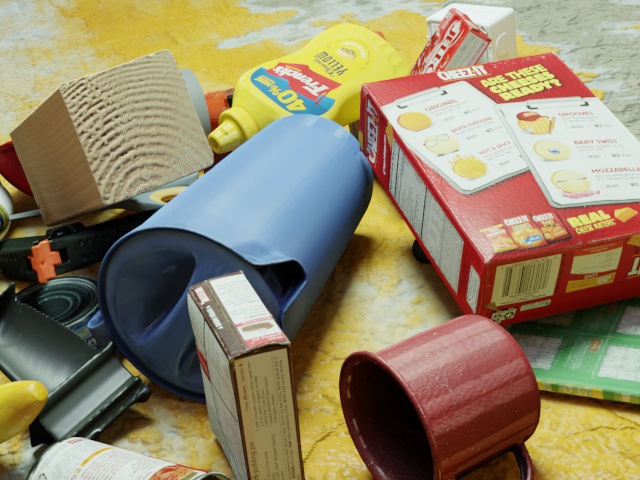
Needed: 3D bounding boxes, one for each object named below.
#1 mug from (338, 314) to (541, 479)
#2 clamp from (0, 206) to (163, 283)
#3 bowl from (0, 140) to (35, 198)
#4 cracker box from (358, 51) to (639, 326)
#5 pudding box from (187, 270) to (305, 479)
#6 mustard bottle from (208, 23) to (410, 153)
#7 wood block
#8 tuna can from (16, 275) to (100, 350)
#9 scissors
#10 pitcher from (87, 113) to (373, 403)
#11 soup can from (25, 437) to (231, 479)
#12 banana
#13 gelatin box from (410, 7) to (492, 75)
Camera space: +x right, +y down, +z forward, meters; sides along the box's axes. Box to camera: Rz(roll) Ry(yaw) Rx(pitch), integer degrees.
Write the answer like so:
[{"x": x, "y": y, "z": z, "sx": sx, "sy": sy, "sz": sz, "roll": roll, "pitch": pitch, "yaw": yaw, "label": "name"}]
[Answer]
[{"x": 0.075, "y": 0.101, "z": 0.598, "sx": 0.081, "sy": 0.093, "sz": 0.117, "roll": -21, "pitch": 61, "yaw": -27, "label": "mug"}, {"x": -0.208, "y": 0.007, "z": 0.846, "sx": 0.164, "sy": 0.036, "sz": 0.210, "roll": -12, "pitch": 6, "yaw": 5, "label": "clamp"}, {"x": -0.234, "y": -0.079, "z": 1.012, "sx": 0.162, "sy": 0.055, "sz": 0.162, "roll": -18, "pitch": 5, "yaw": 1, "label": "bowl"}, {"x": 0.140, "y": -0.042, "z": 0.755, "sx": 0.164, "sy": 0.072, "sz": 0.214, "roll": -11, "pitch": 42, "yaw": -16, "label": "cracker box"}, {"x": -0.042, "y": 0.088, "z": 0.622, "sx": 0.039, "sy": 0.113, "sz": 0.090, "roll": -16, "pitch": 30, "yaw": -16, "label": "pudding box"}, {"x": -0.018, "y": -0.123, "z": 0.931, "sx": 0.191, "sy": 0.058, "sz": 0.096, "roll": -32, "pitch": 60, "yaw": -30, "label": "mustard bottle"}, {"x": -0.170, "y": -0.074, "z": 0.836, "sx": 0.090, "sy": 0.091, "sz": 0.206, "roll": -24, "pitch": 6, "yaw": -24, "label": "wood block"}, {"x": -0.199, "y": 0.062, "z": 0.803, "sx": 0.086, "sy": 0.034, "sz": 0.086, "roll": -8, "pitch": 29, "yaw": 4, "label": "tuna can"}, {"x": -0.185, "y": -0.029, "z": 0.952, "sx": 0.201, "sy": 0.016, "sz": 0.096, "roll": -22, "pitch": 35, "yaw": -36, "label": "scissors"}, {"x": -0.055, "y": 0.001, "z": 0.781, "sx": 0.149, "sy": 0.145, "sz": 0.242, "roll": 22, "pitch": 33, "yaw": 10, "label": "pitcher"}, {"x": -0.104, "y": 0.149, "z": 0.580, "sx": 0.102, "sy": 0.068, "sz": 0.068, "roll": 7, "pitch": 33, "yaw": 30, "label": "soup can"}, {"x": -0.247, "y": 0.106, "z": 0.708, "sx": 0.198, "sy": 0.069, "sz": 0.037, "roll": 12, "pitch": 4, "yaw": 43, "label": "banana"}, {"x": 0.128, "y": -0.184, "z": 1.083, "sx": 0.030, "sy": 0.089, "sz": 0.073, "roll": 25, "pitch": 21, "yaw": -22, "label": "gelatin box"}]
